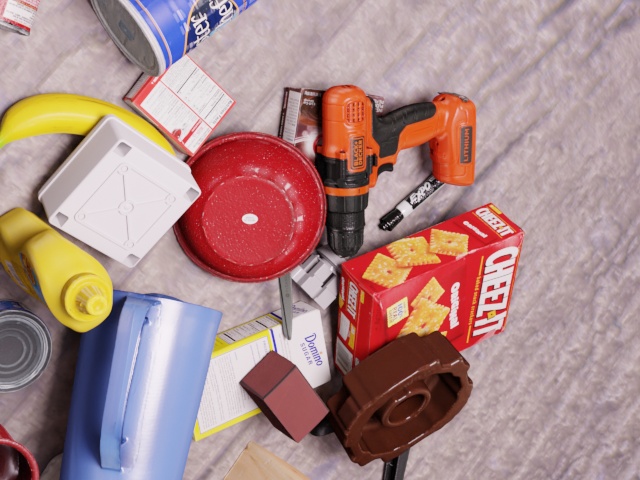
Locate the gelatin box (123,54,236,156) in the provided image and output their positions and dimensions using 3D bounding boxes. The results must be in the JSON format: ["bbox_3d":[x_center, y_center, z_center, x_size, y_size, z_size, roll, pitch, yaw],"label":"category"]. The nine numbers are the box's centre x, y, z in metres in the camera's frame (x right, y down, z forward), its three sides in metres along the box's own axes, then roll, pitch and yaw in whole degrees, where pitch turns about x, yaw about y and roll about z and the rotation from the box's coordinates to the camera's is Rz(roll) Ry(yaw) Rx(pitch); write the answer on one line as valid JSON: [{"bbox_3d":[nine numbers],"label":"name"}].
[{"bbox_3d":[-0.139,-0.138,1.060,0.089,0.030,0.073,43,78,-33],"label":"gelatin box"}]

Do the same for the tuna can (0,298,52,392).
[{"bbox_3d":[-0.302,0.102,1.022,0.086,0.034,0.086,-9,108,-30],"label":"tuna can"}]

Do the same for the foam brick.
[{"bbox_3d":[-0.038,0.167,1.137,0.051,0.053,0.078,-44,124,-16],"label":"foam brick"}]

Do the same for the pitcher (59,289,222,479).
[{"bbox_3d":[-0.180,0.168,1.011,0.149,0.145,0.243,19,76,-44],"label":"pitcher"}]

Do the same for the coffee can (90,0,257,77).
[{"bbox_3d":[-0.129,-0.234,0.995,0.140,0.103,0.102,-40,120,-17],"label":"coffee can"}]

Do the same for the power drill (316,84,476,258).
[{"bbox_3d":[0.082,-0.082,1.151,0.187,0.057,0.184,-13,112,-33],"label":"power drill"}]

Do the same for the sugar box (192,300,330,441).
[{"bbox_3d":[-0.077,0.140,1.165,0.175,0.048,0.093,-21,114,-30],"label":"sugar box"}]

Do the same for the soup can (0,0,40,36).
[{"bbox_3d":[-0.271,-0.237,0.928,0.068,0.069,0.102,18,93,-34],"label":"soup can"}]

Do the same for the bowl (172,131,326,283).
[{"bbox_3d":[-0.072,-0.026,1.076,0.162,0.055,0.162,-1,105,-3],"label":"bowl"}]

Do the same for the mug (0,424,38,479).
[{"bbox_3d":[-0.325,0.205,1.007,0.093,0.082,0.117,-15,111,-28],"label":"mug"}]

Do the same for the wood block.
[{"bbox_3d":[-0.022,0.308,1.147,0.090,0.206,0.090,40,81,-33],"label":"wood block"}]

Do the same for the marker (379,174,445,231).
[{"bbox_3d":[0.115,-0.051,1.246,0.121,0.020,0.020,-40,120,-17],"label":"marker"}]

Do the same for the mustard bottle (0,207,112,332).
[{"bbox_3d":[-0.232,0.032,0.951,0.058,0.192,0.096,-34,118,-20],"label":"mustard bottle"}]

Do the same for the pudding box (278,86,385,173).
[{"bbox_3d":[0.011,-0.117,1.152,0.113,0.039,0.090,1,103,-32],"label":"pudding box"}]

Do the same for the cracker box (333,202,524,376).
[{"bbox_3d":[0.124,0.069,1.222,0.213,0.072,0.164,-20,136,-25],"label":"cracker box"}]

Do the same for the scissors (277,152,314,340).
[{"bbox_3d":[-0.057,0.001,1.129,0.096,0.016,0.202,14,105,8],"label":"scissors"}]

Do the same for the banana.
[{"bbox_3d":[-0.218,-0.103,1.019,0.197,0.037,0.070,7,121,-31],"label":"banana"}]
